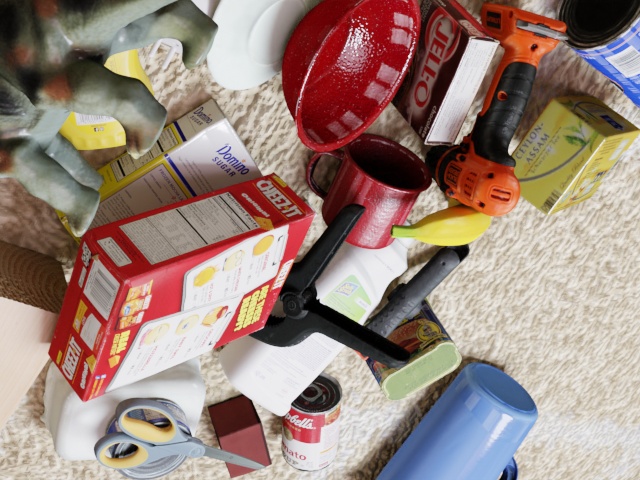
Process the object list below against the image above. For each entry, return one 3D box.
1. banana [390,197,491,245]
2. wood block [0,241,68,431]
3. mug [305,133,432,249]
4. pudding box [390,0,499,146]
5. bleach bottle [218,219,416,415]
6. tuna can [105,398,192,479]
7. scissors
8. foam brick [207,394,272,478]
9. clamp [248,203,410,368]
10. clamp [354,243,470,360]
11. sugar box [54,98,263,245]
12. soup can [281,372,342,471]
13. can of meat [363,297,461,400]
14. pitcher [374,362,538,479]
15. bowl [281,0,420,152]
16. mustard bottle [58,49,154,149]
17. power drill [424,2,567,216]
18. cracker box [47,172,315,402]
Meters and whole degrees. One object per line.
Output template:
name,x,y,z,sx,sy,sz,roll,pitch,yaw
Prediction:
banana,0.134,-0.024,1.054,0.197,0.070,0.037,-19,125,-65
wood block,-0.323,0.108,0.994,0.090,0.090,0.206,21,116,-36
mug,0.040,-0.050,1.048,0.117,0.093,0.082,24,123,-3
pudding box,0.110,-0.157,0.985,0.039,0.090,0.114,1,126,-27
bleach bottle,0.011,0.073,1.143,0.251,0.068,0.102,-43,130,9
tuna can,-0.175,0.205,1.095,0.086,0.034,0.086,-13,130,-16
scissors,-0.147,0.219,1.083,0.096,0.016,0.201,-38,132,8
foam brick,-0.092,0.223,1.220,0.051,0.053,0.078,-19,131,-11
clamp,-0.018,0.048,1.056,0.036,0.210,0.164,-29,112,-55
clamp,0.100,0.060,1.161,0.172,0.039,0.120,-45,168,23
sugar box,-0.147,-0.046,0.985,0.176,0.048,0.093,-33,133,-3
soup can,-0.011,0.210,1.237,0.068,0.068,0.102,-11,130,-18
can of meat,0.097,0.122,1.207,0.102,0.084,0.057,-31,134,1
pitcher,0.173,0.279,1.341,0.243,0.145,0.149,-58,159,20
bowl,0.017,-0.160,0.938,0.162,0.055,0.162,-39,152,-26
mustard bottle,-0.191,-0.166,0.856,0.096,0.058,0.192,-6,130,-4
power drill,0.159,-0.125,1.007,0.057,0.184,0.188,11,102,-16
cracker box,-0.124,0.038,0.955,0.213,0.072,0.164,-21,149,-41
